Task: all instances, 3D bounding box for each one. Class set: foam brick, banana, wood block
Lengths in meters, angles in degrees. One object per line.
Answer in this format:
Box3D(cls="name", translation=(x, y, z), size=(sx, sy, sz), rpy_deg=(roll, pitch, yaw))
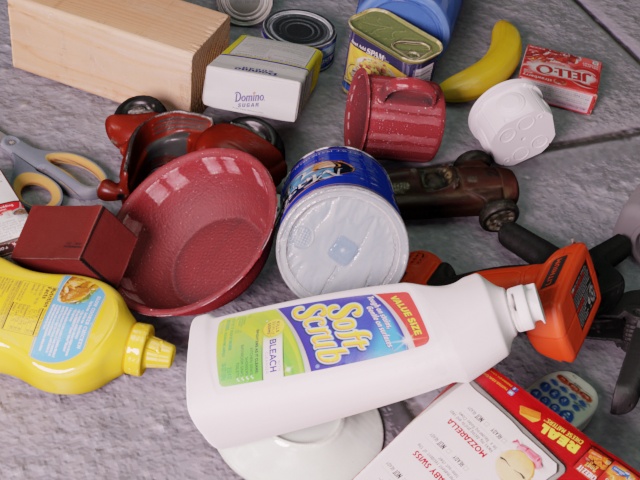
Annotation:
Box3D(cls="foam brick", translation=(-0.200, 0.006, 0.867), size=(0.078, 0.051, 0.053), rpy_deg=(2, 60, 31))
Box3D(cls="banana", translation=(0.186, -0.201, 1.202), size=(0.070, 0.037, 0.197), rpy_deg=(31, 46, 21))
Box3D(cls="wood block", translation=(-0.206, -0.205, 1.100), size=(0.206, 0.090, 0.090), rpy_deg=(20, 44, 12))

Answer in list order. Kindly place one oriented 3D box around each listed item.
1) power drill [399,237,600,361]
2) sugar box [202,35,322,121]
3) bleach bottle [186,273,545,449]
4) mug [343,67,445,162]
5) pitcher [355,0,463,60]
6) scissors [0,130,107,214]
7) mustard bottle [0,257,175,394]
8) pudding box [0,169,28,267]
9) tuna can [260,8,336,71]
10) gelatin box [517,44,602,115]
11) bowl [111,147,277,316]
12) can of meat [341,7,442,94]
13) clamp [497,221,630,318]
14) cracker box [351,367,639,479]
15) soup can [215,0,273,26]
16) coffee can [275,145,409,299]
Box3D(cls="power drill", translation=(0.109, 0.059, 0.824), size=(0.188, 0.057, 0.184), rpy_deg=(-5, 28, 32))
Box3D(cls="sugar box", translation=(-0.055, -0.165, 1.075), size=(0.093, 0.048, 0.176), rpy_deg=(11, 23, 4))
Box3D(cls="bleach bottle", translation=(0.031, 0.071, 0.755), size=(0.251, 0.068, 0.102), rpy_deg=(-17, 42, 14))
Box3D(cls="mug", translation=(0.076, -0.125, 1.046), size=(0.081, 0.117, 0.093), rpy_deg=(4, 64, -12))
Box3D(cls="pitcher", translation=(0.121, -0.306, 1.235), size=(0.145, 0.149, 0.242), rpy_deg=(21, 45, -4))
Box3D(cls="scissors", translation=(-0.294, -0.075, 0.996), size=(0.202, 0.016, 0.096), rpy_deg=(22, 43, 15))
Box3D(cls="mustard bottle", translation=(-0.206, 0.068, 0.820), size=(0.191, 0.058, 0.096), rpy_deg=(12, 49, 4))
Box3D(cls="pudding box", translation=(-0.300, -0.014, 0.912), size=(0.089, 0.039, 0.114), rpy_deg=(-19, 47, -27))
Box3D(cls="tuna can", translation=(-0.025, -0.224, 1.193), size=(0.086, 0.034, 0.086), rpy_deg=(5, 42, -5))
Box3D(cls="gelatin box", translation=(0.269, -0.182, 1.200), size=(0.089, 0.030, 0.073), rpy_deg=(16, 42, 8))
Box3D(cls="bowl", translation=(-0.098, 0.003, 0.884), size=(0.162, 0.055, 0.162), rpy_deg=(-14, 53, 19))
Box3D(cls="can of meat", translation=(0.073, -0.183, 1.127), size=(0.102, 0.084, 0.057), rpy_deg=(36, 48, 27))
Box3D(cls="clamp", translation=(0.210, 0.022, 0.929), size=(0.120, 0.039, 0.171), rpy_deg=(4, 18, 13))
Box3D(cls="cracker box", translation=(0.096, 0.202, 0.690), size=(0.164, 0.072, 0.213), rpy_deg=(36, 61, 28))
Box3D(cls="soup can", translation=(-0.088, -0.305, 1.247), size=(0.068, 0.068, 0.102), rpy_deg=(4, 43, -6))
Box3D(cls="coffee can", translation=(0.016, -0.013, 0.881), size=(0.103, 0.103, 0.140), rpy_deg=(6, 18, -3))
